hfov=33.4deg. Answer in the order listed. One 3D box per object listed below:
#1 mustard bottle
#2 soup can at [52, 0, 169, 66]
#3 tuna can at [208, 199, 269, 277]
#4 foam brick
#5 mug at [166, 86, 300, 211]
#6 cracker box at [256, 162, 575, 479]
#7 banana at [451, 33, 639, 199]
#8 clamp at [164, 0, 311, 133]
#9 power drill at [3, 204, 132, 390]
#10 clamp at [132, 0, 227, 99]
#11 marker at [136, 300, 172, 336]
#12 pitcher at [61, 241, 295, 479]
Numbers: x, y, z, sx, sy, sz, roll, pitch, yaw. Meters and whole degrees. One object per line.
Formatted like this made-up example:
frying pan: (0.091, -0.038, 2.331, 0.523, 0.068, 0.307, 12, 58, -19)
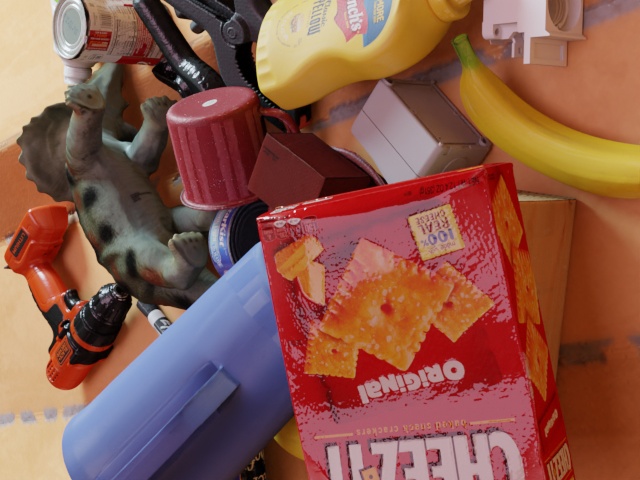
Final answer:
mustard bottle: (0.039, -0.164, 0.797, 0.192, 0.058, 0.096, -12, 57, 40)
soup can: (-0.209, -0.212, 1.076, 0.069, 0.102, 0.068, 5, 97, 46)
tuna can: (-0.056, 0.001, 0.942, 0.034, 0.085, 0.086, -4, 90, 49)
foam brick: (-0.009, -0.045, 0.830, 0.078, 0.051, 0.053, 41, 121, 37)
mug: (-0.073, -0.083, 0.918, 0.117, 0.093, 0.081, -5, 116, 14)
cracker box: (0.059, 0.070, 0.688, 0.164, 0.072, 0.214, -10, 91, 27)
banana: (0.160, -0.070, 0.725, 0.198, 0.037, 0.069, 37, 162, 32)
clamp: (-0.075, -0.186, 0.927, 0.165, 0.036, 0.210, -11, 109, 43)
power drill: (-0.290, 0.054, 1.217, 0.185, 0.057, 0.188, -49, 59, 37)
clamp: (-0.122, -0.157, 1.003, 0.172, 0.039, 0.120, 43, 167, 32)
marker: (-0.157, 0.097, 1.106, 0.121, 0.020, 0.020, 45, 124, 35)
pitcher: (-0.084, 0.118, 0.827, 0.243, 0.144, 0.149, -46, 43, 20)
